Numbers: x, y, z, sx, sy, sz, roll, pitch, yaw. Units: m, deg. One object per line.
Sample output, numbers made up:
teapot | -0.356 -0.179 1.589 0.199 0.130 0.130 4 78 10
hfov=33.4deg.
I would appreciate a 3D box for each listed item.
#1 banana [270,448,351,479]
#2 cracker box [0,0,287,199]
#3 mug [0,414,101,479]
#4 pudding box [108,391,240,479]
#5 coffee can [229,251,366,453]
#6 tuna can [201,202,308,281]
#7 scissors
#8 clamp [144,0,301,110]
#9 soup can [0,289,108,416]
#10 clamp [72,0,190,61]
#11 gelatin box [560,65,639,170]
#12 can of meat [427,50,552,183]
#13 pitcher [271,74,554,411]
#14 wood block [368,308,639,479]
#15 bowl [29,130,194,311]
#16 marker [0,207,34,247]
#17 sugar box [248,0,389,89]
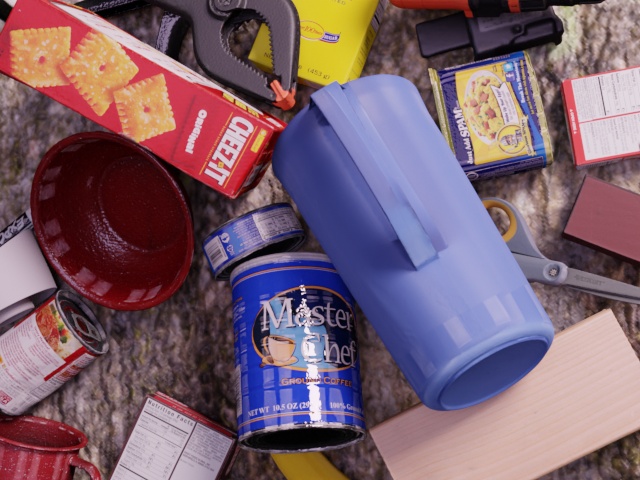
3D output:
banana | 0.005 0.188 0.897 0.070 0.037 0.198 -39 80 8
cracker box | -0.138 -0.115 0.864 0.213 0.164 0.072 30 97 0
mug | -0.245 0.206 0.922 0.117 0.093 0.081 14 93 10
pudding box | -0.130 0.200 0.924 0.090 0.039 0.113 25 89 13
coffee can | -0.019 0.092 0.859 0.103 0.102 0.140 -8 68 11
tuna can | -0.056 0.001 0.899 0.086 0.086 0.034 -27 79 8
scissors | 0.182 0.008 0.844 0.202 0.016 0.096 -3 70 38
clamp | -0.071 -0.207 0.903 0.164 0.036 0.210 -38 75 4
soup can | -0.247 0.100 0.940 0.102 0.068 0.068 -36 80 7
clamp | -0.132 -0.207 0.956 0.171 0.039 0.120 -37 91 10
gelatin box | 0.247 -0.102 0.874 0.089 0.030 0.073 -10 83 10
can of meat | 0.140 -0.100 0.882 0.084 0.057 0.102 -12 84 8
pitcher | 0.066 -0.002 0.796 0.243 0.148 0.145 61 136 29
wood block | 0.155 0.141 0.844 0.206 0.090 0.091 -28 81 9
bowl | -0.168 -0.023 0.922 0.162 0.055 0.162 9 114 21
marker | -0.278 -0.009 0.979 0.121 0.020 0.020 -38 80 7
sugar box | 0.014 -0.220 0.922 0.093 0.048 0.176 21 91 14
